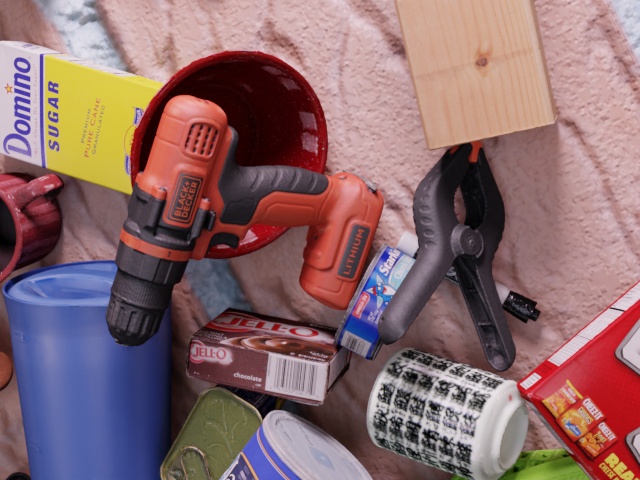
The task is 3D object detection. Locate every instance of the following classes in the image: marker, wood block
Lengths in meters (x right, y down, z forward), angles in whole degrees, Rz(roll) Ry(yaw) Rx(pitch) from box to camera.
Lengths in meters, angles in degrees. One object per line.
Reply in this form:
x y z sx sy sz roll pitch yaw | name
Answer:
0.114 0.029 0.825 0.121 0.020 0.020 29 106 9 | marker
0.101 -0.176 0.754 0.091 0.090 0.206 -11 97 16 | wood block

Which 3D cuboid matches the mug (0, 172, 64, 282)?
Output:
-0.260 -0.019 0.884 0.117 0.081 0.093 -36 89 18 | mug

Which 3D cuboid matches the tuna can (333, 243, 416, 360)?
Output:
0.044 0.048 0.812 0.034 0.086 0.086 27 106 7 | tuna can

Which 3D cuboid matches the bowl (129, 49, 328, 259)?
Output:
-0.077 -0.070 0.814 0.161 0.055 0.162 -11 115 -26 | bowl

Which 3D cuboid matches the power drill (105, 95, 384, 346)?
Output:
-0.055 0.001 0.786 0.187 0.057 0.184 12 104 -33 | power drill

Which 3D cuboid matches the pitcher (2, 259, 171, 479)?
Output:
-0.189 0.141 0.880 0.145 0.149 0.243 0 104 0 | pitcher

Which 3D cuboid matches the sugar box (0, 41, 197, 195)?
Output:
-0.186 -0.096 0.869 0.176 0.048 0.093 16 104 11 | sugar box

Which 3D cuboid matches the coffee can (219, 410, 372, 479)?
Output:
-0.039 0.212 0.788 0.103 0.102 0.140 38 99 5 | coffee can

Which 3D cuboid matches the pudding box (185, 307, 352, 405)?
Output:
-0.038 0.089 0.840 0.113 0.090 0.039 12 105 12 | pudding box

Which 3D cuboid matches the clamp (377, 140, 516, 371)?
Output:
0.091 0.008 0.778 0.039 0.120 0.171 -17 71 49 | clamp

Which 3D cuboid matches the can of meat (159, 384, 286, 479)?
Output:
-0.075 0.155 0.865 0.057 0.083 0.102 31 106 7 | can of meat
